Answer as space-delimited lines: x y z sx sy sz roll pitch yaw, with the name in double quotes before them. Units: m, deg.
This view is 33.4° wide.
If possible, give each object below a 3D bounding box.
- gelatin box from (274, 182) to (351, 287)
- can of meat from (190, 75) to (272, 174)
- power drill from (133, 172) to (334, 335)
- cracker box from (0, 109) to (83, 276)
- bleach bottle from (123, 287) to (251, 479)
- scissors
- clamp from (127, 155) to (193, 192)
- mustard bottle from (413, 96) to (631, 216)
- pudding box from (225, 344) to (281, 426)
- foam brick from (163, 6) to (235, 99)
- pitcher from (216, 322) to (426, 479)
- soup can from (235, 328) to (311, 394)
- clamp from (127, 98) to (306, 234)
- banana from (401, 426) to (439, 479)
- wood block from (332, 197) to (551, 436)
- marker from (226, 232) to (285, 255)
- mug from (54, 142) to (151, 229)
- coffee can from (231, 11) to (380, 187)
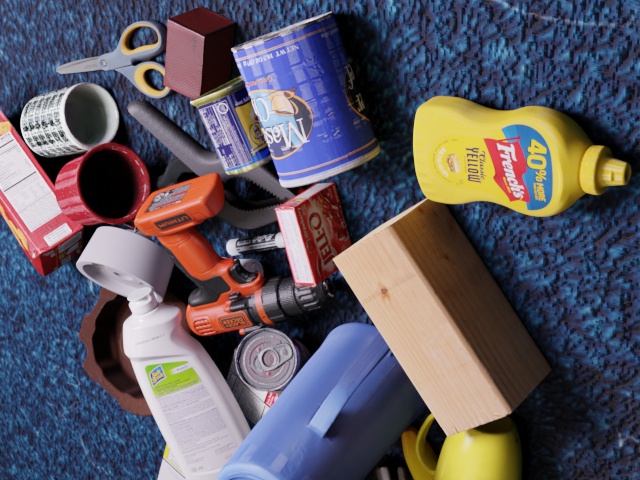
"gelatin box" -0.004 -0.006 1.103 0.030 0.073 0.089 -1 112 40
"can of meat" -0.070 -0.122 1.076 0.058 0.101 0.084 -11 108 44
"power drill" -0.098 0.020 1.146 0.185 0.057 0.187 -15 121 27
"cracker box" -0.386 -0.068 1.348 0.214 0.072 0.164 54 164 1
"bleach bottle" -0.155 0.165 1.242 0.068 0.102 0.251 -119 8 -67
"scissors" -0.233 -0.191 1.234 0.202 0.016 0.096 -19 100 45
"clamp" -0.159 -0.043 1.238 0.172 0.039 0.120 -19 101 48
"mustard bottle" 0.175 -0.070 0.928 0.192 0.058 0.096 11 120 35
"pudding box" -0.063 0.184 1.283 0.114 0.039 0.090 39 135 21
"foam brick" -0.127 -0.195 1.118 0.053 0.051 0.078 29 129 24
"pitcher" 0.005 0.192 1.085 0.145 0.242 0.149 -6 115 37
"soup can" -0.049 0.137 1.189 0.068 0.102 0.068 -2 79 10
"clamp" -0.115 -0.070 1.145 0.210 0.036 0.164 6 123 18
"banana" 0.157 0.284 1.157 0.198 0.037 0.070 37 113 17
"wood block" 0.118 0.072 1.033 0.091 0.090 0.206 -32 91 46
"marker" -0.058 0.001 1.191 0.121 0.020 0.020 -9 107 43
"mug" -0.248 -0.054 1.242 0.117 0.093 0.082 42 153 -25
"coffee can" -0.013 -0.134 1.019 0.103 0.102 0.140 -8 107 42
